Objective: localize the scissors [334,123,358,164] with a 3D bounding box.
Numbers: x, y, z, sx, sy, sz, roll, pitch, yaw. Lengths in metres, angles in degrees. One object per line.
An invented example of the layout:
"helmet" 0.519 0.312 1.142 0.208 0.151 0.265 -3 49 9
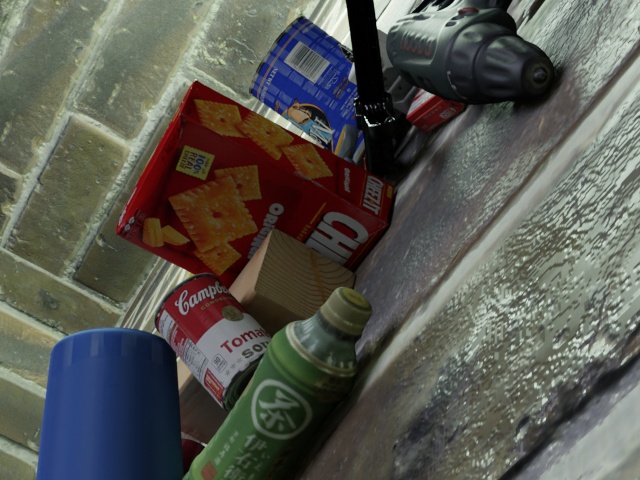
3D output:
"scissors" 0.007 -0.018 1.082 0.096 0.016 0.202 -98 21 -65

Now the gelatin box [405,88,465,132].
"gelatin box" 0.118 -0.148 0.965 0.089 0.030 0.073 -65 12 -19

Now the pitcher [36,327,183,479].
"pitcher" -0.177 0.205 0.884 0.149 0.145 0.243 -13 63 20

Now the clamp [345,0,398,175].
"clamp" 0.050 -0.114 0.980 0.210 0.036 0.164 79 -177 -58

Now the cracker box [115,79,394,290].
"cracker box" -0.064 -0.027 1.002 0.164 0.213 0.072 -53 14 37

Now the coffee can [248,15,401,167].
"coffee can" 0.010 -0.156 1.131 0.103 0.140 0.103 -54 -5 -7

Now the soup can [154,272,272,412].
"soup can" -0.081 0.084 0.878 0.068 0.102 0.068 -31 -33 -23

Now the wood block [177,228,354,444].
"wood block" -0.062 0.100 0.998 0.206 0.090 0.090 -52 14 37
